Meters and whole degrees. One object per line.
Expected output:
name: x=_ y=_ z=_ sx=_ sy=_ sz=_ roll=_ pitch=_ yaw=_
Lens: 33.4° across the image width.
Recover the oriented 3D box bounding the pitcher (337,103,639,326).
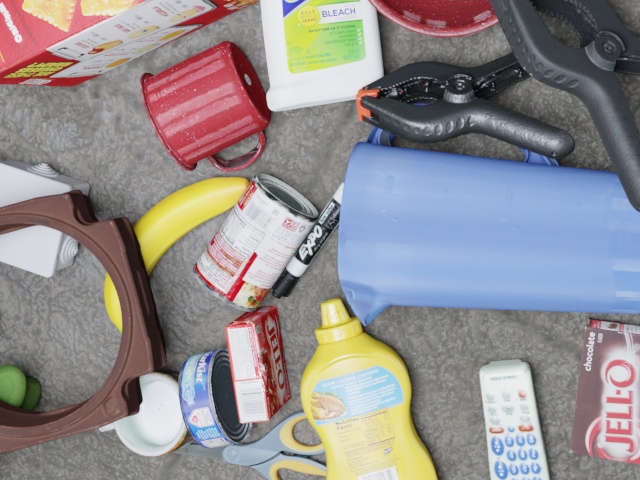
pitcher: x=0.139 y=-0.015 z=0.849 sx=0.243 sy=0.145 sz=0.149 roll=4 pitch=117 yaw=10

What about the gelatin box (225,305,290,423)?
gelatin box: x=-0.053 y=0.107 z=0.938 sx=0.030 sy=0.073 sz=0.089 roll=-7 pitch=96 yaw=14

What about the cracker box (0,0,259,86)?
cracker box: x=-0.167 y=-0.197 z=0.875 sx=0.214 sy=0.164 sz=0.072 roll=-20 pitch=91 yaw=16

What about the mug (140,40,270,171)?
mug: x=-0.089 y=-0.109 z=0.914 sx=0.081 sy=0.093 sz=0.117 roll=-24 pitch=123 yaw=12

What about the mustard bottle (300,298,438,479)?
mustard bottle: x=0.035 y=0.144 z=0.927 sx=0.096 sy=0.058 sz=0.191 roll=-15 pitch=94 yaw=5

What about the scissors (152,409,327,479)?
scissors: x=-0.067 y=0.181 z=0.983 sx=0.202 sy=0.016 sz=0.096 roll=20 pitch=101 yaw=11

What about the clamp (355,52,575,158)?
clamp: x=0.117 y=-0.118 z=0.845 sx=0.171 sy=0.120 sz=0.039 roll=7 pitch=137 yaw=10

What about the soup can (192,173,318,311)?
soup can: x=-0.056 y=0.001 z=0.926 sx=0.068 sy=0.068 sz=0.102 roll=37 pitch=105 yaw=7

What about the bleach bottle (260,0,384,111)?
bleach bottle: x=-0.013 y=-0.238 z=0.876 sx=0.102 sy=0.068 sz=0.251 roll=-10 pitch=94 yaw=-4

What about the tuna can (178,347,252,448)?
tuna can: x=-0.092 y=0.140 z=0.947 sx=0.034 sy=0.086 sz=0.086 roll=-14 pitch=95 yaw=18

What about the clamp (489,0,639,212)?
clamp: x=0.206 y=-0.125 z=0.794 sx=0.210 sy=0.036 sz=0.164 roll=33 pitch=62 yaw=-3

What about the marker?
marker: x=-0.007 y=0.002 z=0.938 sx=0.020 sy=0.020 sz=0.121 roll=37 pitch=105 yaw=7

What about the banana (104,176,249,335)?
banana: x=-0.142 y=0.007 z=0.968 sx=0.069 sy=0.037 sz=0.198 roll=35 pitch=106 yaw=-7

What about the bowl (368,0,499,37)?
bowl: x=0.101 y=-0.243 z=0.848 sx=0.162 sy=0.055 sz=0.162 roll=1 pitch=102 yaw=6
